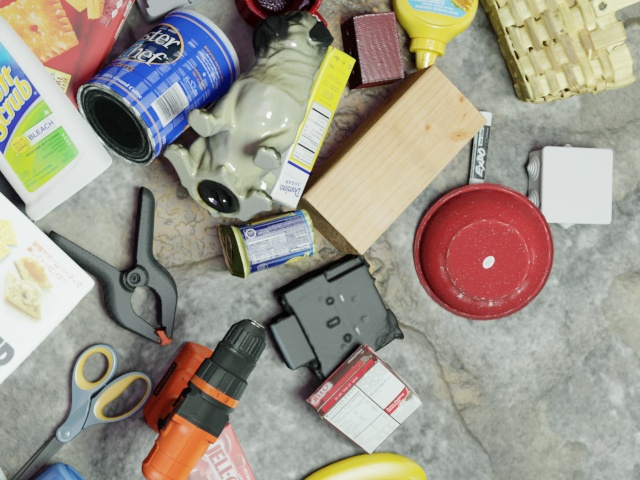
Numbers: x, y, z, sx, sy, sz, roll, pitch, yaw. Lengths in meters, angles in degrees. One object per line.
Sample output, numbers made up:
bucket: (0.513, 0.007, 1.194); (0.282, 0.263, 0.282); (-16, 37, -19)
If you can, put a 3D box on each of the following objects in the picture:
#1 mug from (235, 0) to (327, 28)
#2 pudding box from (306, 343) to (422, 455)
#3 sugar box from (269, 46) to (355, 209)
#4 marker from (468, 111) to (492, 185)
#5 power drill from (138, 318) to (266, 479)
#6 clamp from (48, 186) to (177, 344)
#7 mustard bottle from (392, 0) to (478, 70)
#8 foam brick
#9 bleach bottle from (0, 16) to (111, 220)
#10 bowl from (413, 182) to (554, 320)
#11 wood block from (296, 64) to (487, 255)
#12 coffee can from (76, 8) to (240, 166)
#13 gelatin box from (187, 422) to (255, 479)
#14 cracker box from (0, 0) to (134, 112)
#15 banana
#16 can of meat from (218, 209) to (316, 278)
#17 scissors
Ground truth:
mug: (-0.039, -0.265, 1.163); (0.117, 0.081, 0.093); (39, 82, -10)
pudding box: (0.051, 0.177, 1.179); (0.090, 0.039, 0.113); (-44, 132, 1)
sugar box: (-0.035, -0.128, 1.159); (0.048, 0.093, 0.176); (23, 87, -42)
marker: (0.185, -0.090, 1.249); (0.020, 0.020, 0.121); (7, 89, -13)
power drill: (-0.125, 0.154, 1.094); (0.057, 0.188, 0.184); (35, 85, -10)
clamp: (-0.214, 0.039, 1.148); (0.120, 0.039, 0.171); (-18, 95, -11)
mustard bottle: (0.133, -0.287, 1.214); (0.096, 0.058, 0.191); (10, 88, -6)
foam brick: (0.058, -0.214, 1.201); (0.051, 0.053, 0.078); (-9, 92, -13)
bleach bottle: (-0.318, -0.148, 1.043); (0.102, 0.068, 0.251); (-36, 102, 3)
bowl: (0.187, 0.018, 1.209); (0.162, 0.055, 0.162); (1, 99, 4)
wood block: (0.073, -0.088, 1.187); (0.090, 0.091, 0.206); (45, 82, -10)
coffee can: (-0.166, -0.159, 1.102); (0.103, 0.103, 0.140); (48, 59, -9)
gelatin box: (-0.116, 0.254, 1.178); (0.073, 0.030, 0.089); (-24, 96, -12)
cracker box: (-0.322, -0.231, 1.102); (0.213, 0.072, 0.164); (26, 87, -12)
banana: (0.039, 0.279, 1.210); (0.197, 0.037, 0.069); (-6, 92, -13)
can of meat: (-0.058, 0.001, 1.153); (0.083, 0.102, 0.057); (-16, 95, -15)
scissors: (-0.276, 0.186, 1.147); (0.201, 0.016, 0.096); (-30, 85, -3)
